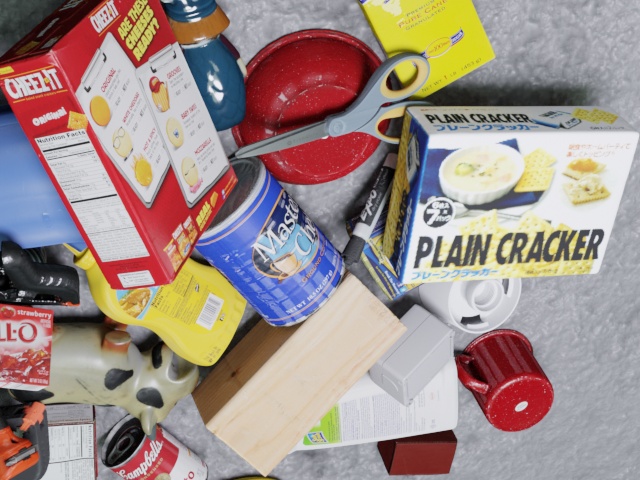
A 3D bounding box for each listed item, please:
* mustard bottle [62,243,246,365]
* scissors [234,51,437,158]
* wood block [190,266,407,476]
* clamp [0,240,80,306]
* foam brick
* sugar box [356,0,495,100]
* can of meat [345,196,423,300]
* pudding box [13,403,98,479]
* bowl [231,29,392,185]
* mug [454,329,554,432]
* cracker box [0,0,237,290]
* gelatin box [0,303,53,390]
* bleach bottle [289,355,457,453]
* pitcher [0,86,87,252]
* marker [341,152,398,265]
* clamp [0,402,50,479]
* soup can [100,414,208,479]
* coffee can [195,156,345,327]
[{"bbox_3d":[-0.167,0.041,1.041,0.191,0.058,0.096,33,73,-27],"label":"mustard bottle"},{"bbox_3d":[0.022,-0.122,0.957,0.201,0.016,0.096,-4,118,-25],"label":"scissors"},{"bbox_3d":[-0.024,0.123,1.088,0.206,0.091,0.090,-46,113,0],"label":"wood block"},{"bbox_3d":[-0.282,0.036,0.954,0.120,0.039,0.171,-3,164,16],"label":"clamp"},{"bbox_3d":[0.112,0.236,1.239,0.078,0.053,0.051,2,119,-15],"label":"foam brick"},{"bbox_3d":[0.083,-0.222,0.970,0.093,0.048,0.176,-30,123,4],"label":"sugar box"},{"bbox_3d":[0.084,0.003,1.095,0.084,0.057,0.102,-29,122,6],"label":"can of meat"},{"bbox_3d":[-0.295,0.220,1.136,0.113,0.039,0.090,-2,120,-15],"label":"pudding box"},{"bbox_3d":[-0.002,-0.113,1.006,0.162,0.055,0.162,-6,120,-10],"label":"bowl"},{"bbox_3d":[0.201,0.157,1.198,0.117,0.081,0.093,20,113,-24],"label":"mug"},{"bbox_3d":[-0.161,-0.091,0.882,0.072,0.164,0.213,-9,121,25],"label":"cracker box"},{"bbox_3d":[-0.291,0.096,0.972,0.089,0.073,0.030,12,158,-36],"label":"gelatin box"},{"bbox_3d":[0.023,0.179,1.179,0.250,0.068,0.102,-8,118,-6],"label":"bleach bottle"},{"bbox_3d":[-0.322,-0.055,0.921,0.242,0.145,0.149,-9,81,-5],"label":"pitcher"},{"bbox_3d":[0.051,-0.030,1.052,0.020,0.020,0.121,33,75,-28],"label":"marker"},{"bbox_3d":[-0.345,0.225,1.084,0.164,0.036,0.210,31,123,-7],"label":"clamp"},{"bbox_3d":[-0.179,0.242,1.161,0.068,0.068,0.102,-39,122,9],"label":"soup can"},{"bbox_3d":[-0.057,0.001,1.031,0.103,0.103,0.140,-36,122,8],"label":"coffee can"}]
